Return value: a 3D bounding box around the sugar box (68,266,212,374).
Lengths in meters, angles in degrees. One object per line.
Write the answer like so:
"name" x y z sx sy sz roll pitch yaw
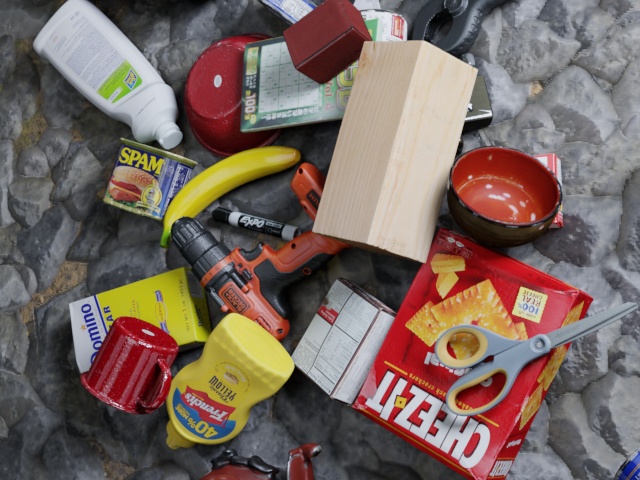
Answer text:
"sugar box" -0.220 0.099 1.290 0.176 0.048 0.093 -18 75 21

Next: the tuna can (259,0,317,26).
"tuna can" -0.039 -0.278 1.255 0.086 0.086 0.034 39 96 28

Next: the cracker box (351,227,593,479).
"cracker box" 0.151 0.115 1.080 0.164 0.072 0.214 28 93 30

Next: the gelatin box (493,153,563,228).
"gelatin box" 0.205 -0.048 1.111 0.089 0.030 0.073 -5 78 27

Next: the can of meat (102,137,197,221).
"can of meat" -0.213 -0.072 1.319 0.102 0.057 0.084 18 90 29

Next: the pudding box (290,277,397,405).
"pudding box" 0.026 0.107 1.150 0.090 0.039 0.113 35 99 50

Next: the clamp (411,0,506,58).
"clamp" 0.163 -0.256 1.170 0.120 0.039 0.171 35 102 43

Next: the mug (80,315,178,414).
"mug" -0.206 0.144 1.203 0.117 0.093 0.081 36 102 44

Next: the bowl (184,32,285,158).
"bowl" -0.108 -0.183 1.289 0.162 0.055 0.162 -7 76 27

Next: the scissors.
"scissors" 0.191 0.088 1.014 0.202 0.016 0.096 -41 67 14

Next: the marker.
"marker" -0.078 -0.019 1.258 0.121 0.020 0.020 15 86 29

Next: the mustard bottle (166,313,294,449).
"mustard bottle" -0.118 0.174 1.197 0.096 0.058 0.192 39 120 -2

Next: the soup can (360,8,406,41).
"soup can" 0.061 -0.200 1.197 0.069 0.068 0.102 -1 78 27

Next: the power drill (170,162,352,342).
"power drill" -0.058 0.001 1.199 0.188 0.057 0.184 -43 84 16

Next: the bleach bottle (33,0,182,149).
"bleach bottle" -0.264 -0.202 1.371 0.103 0.068 0.251 -47 65 11

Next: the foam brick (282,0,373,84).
"foam brick" 0.009 -0.214 1.141 0.078 0.052 0.051 -32 62 21

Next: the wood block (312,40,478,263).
"wood block" 0.077 -0.091 1.092 0.091 0.090 0.206 12 85 50

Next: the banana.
"banana" -0.114 -0.064 1.270 0.198 0.037 0.070 -35 56 7
